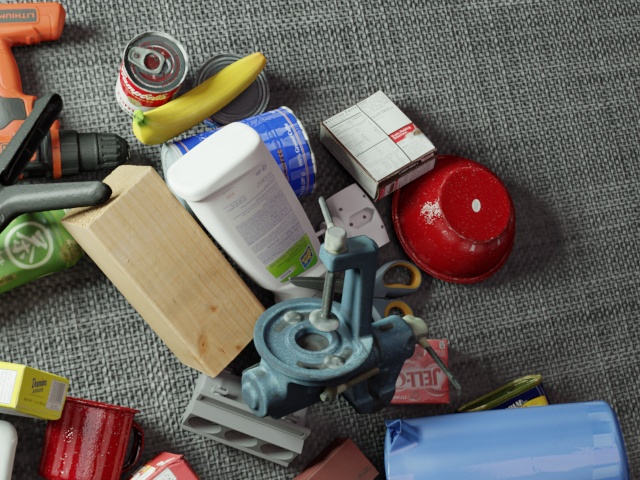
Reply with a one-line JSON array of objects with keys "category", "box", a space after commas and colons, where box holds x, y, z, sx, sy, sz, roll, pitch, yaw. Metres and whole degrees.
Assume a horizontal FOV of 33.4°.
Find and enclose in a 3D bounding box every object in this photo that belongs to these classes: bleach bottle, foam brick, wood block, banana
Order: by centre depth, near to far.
[{"category": "wood block", "box": [-0.156, 0.030, 1.086, 0.090, 0.091, 0.206, -45, 114, -19]}, {"category": "bleach bottle", "box": [-0.057, 0.001, 1.110, 0.102, 0.068, 0.250, -38, 130, -11]}, {"category": "banana", "box": [-0.133, -0.145, 1.135, 0.197, 0.070, 0.037, -37, 94, -41]}, {"category": "foam brick", "box": [0.014, 0.256, 1.144, 0.078, 0.051, 0.053, -41, 92, -19]}]

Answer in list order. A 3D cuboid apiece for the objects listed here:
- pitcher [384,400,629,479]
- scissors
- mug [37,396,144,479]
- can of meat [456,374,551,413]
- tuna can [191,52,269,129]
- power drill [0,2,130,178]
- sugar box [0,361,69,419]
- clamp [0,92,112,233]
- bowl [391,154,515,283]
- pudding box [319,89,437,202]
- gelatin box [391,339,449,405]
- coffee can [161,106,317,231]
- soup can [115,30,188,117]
[{"category": "pitcher", "box": [0.192, 0.245, 1.118, 0.243, 0.149, 0.145, -9, 78, 7]}, {"category": "scissors", "box": [0.044, 0.071, 1.168, 0.201, 0.016, 0.096, -12, 96, -44]}, {"category": "mug", "box": [-0.227, 0.205, 1.076, 0.117, 0.093, 0.081, 22, 76, -49]}, {"category": "can of meat", "box": [0.219, 0.210, 1.209, 0.102, 0.057, 0.084, -23, 88, -18]}, {"category": "tuna can", "box": [-0.103, -0.166, 1.207, 0.086, 0.034, 0.086, 3, 78, -15]}, {"category": "power drill", "box": [-0.302, -0.157, 1.137, 0.184, 0.057, 0.187, -4, 80, -16]}, {"category": "sugar box", "box": [-0.339, 0.134, 1.011, 0.176, 0.093, 0.048, 8, 76, 15]}, {"category": "clamp", "box": [-0.317, -0.054, 1.053, 0.210, 0.036, 0.165, -27, 51, 1]}, {"category": "bowl", "box": [0.166, -0.034, 1.235, 0.162, 0.055, 0.162, 6, 72, -18]}, {"category": "pudding box", "box": [0.066, -0.110, 1.220, 0.090, 0.039, 0.114, -31, 60, -18]}, {"category": "gelatin box", "box": [0.100, 0.148, 1.202, 0.089, 0.030, 0.073, 3, 78, -15]}, {"category": "coffee can", "box": [-0.088, -0.076, 1.157, 0.140, 0.103, 0.103, -20, 85, -19]}, {"category": "soup can", "box": [-0.184, -0.175, 1.150, 0.068, 0.102, 0.068, 3, 78, -15]}]
